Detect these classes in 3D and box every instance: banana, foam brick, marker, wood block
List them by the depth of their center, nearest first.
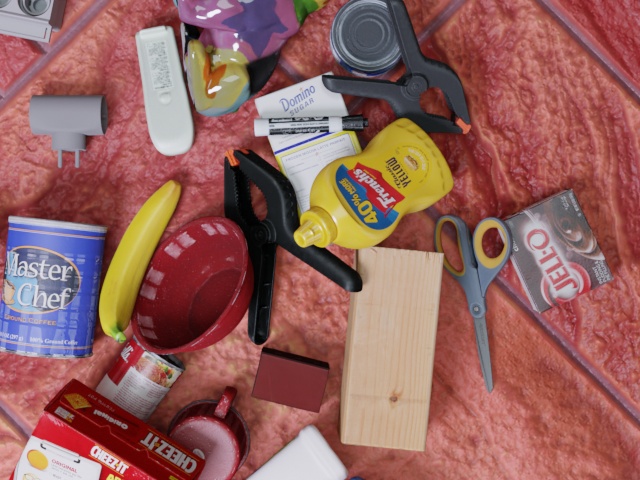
[{"bbox_3d":[-0.010,-0.123,1.132,0.121,0.020,0.020,-3,90,0],"label":"marker"},{"bbox_3d":[0.073,0.111,1.140,0.091,0.090,0.206,6,89,-2],"label":"wood block"},{"bbox_3d":[-0.197,0.026,1.144,0.037,0.070,0.197,38,55,-39],"label":"banana"},{"bbox_3d":[-0.032,0.151,1.157,0.078,0.053,0.051,14,89,-1],"label":"foam brick"}]

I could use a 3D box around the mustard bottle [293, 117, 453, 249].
[{"bbox_3d":[0.046,-0.046,1.096,0.191,0.058,0.096,-34,89,-32],"label":"mustard bottle"}]

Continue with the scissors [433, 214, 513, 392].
[{"bbox_3d":[0.186,0.061,1.161,0.096,0.016,0.202,-23,89,31],"label":"scissors"}]

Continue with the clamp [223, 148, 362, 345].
[{"bbox_3d":[-0.058,0.001,1.148,0.165,0.036,0.210,-39,73,34],"label":"clamp"}]

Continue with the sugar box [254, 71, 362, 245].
[{"bbox_3d":[0.001,-0.085,1.164,0.093,0.048,0.176,-19,86,-1],"label":"sugar box"}]

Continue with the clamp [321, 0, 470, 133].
[{"bbox_3d":[0.099,-0.179,1.142,0.171,0.039,0.120,26,110,-21],"label":"clamp"}]

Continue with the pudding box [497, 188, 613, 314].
[{"bbox_3d":[0.254,0.012,1.167,0.090,0.039,0.113,-25,89,0],"label":"pudding box"}]

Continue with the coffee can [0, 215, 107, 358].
[{"bbox_3d":[-0.285,0.048,1.131,0.103,0.103,0.140,6,90,-1],"label":"coffee can"}]

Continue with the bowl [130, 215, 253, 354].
[{"bbox_3d":[-0.125,0.056,1.131,0.162,0.162,0.055,-52,131,-1],"label":"bowl"}]

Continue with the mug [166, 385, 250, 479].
[{"bbox_3d":[-0.118,0.211,1.141,0.093,0.081,0.117,27,89,0],"label":"mug"}]

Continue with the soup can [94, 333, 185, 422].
[{"bbox_3d":[-0.201,0.160,1.149,0.068,0.068,0.102,35,90,0],"label":"soup can"}]

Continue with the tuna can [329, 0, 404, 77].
[{"bbox_3d":[0.053,-0.224,1.170,0.086,0.034,0.086,0,90,-1],"label":"tuna can"}]

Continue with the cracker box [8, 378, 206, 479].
[{"bbox_3d":[-0.236,0.267,1.100,0.164,0.072,0.214,32,121,0],"label":"cracker box"}]

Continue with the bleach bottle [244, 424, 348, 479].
[{"bbox_3d":[-0.088,0.295,1.124,0.250,0.102,0.068,-36,77,-6],"label":"bleach bottle"}]
